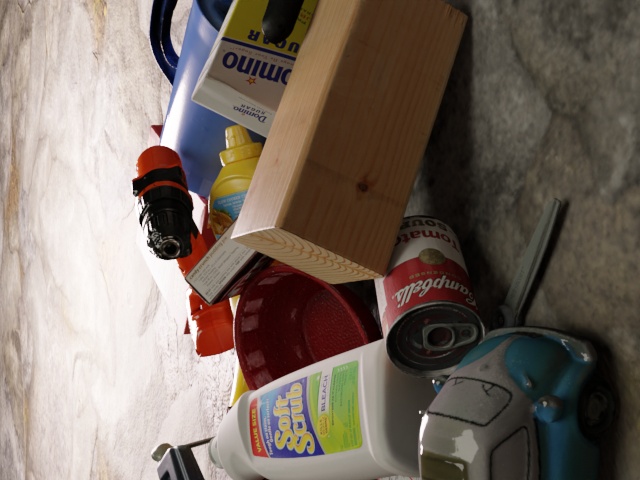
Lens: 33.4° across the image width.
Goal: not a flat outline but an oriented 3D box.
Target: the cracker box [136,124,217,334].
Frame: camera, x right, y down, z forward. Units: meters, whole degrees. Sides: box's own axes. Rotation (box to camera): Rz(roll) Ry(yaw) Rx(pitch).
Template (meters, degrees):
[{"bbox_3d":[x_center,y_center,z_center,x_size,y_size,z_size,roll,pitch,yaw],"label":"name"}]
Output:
[{"bbox_3d":[-0.147,-0.017,1.231,0.214,0.072,0.164,50,135,52],"label":"cracker box"}]

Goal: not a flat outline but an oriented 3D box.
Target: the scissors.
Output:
[{"bbox_3d":[0.118,0.055,0.745,0.096,0.016,0.202,-142,57,-59],"label":"scissors"}]

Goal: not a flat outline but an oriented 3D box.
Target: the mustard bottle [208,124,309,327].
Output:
[{"bbox_3d":[-0.056,-0.013,0.991,0.096,0.058,0.191,-13,93,35],"label":"mustard bottle"}]

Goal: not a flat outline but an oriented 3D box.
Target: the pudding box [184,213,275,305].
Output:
[{"bbox_3d":[-0.056,0.001,0.913,0.039,0.090,0.113,42,104,8],"label":"pudding box"}]

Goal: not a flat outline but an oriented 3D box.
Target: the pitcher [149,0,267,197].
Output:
[{"bbox_3d":[-0.092,-0.158,1.045,0.243,0.144,0.149,120,140,-51],"label":"pitcher"}]

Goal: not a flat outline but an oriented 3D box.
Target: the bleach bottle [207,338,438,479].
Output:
[{"bbox_3d":[-0.010,0.153,0.838,0.251,0.068,0.102,-28,54,46],"label":"bleach bottle"}]

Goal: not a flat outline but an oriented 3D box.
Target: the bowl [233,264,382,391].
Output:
[{"bbox_3d":[0.001,0.091,0.904,0.162,0.055,0.162,17,116,39],"label":"bowl"}]

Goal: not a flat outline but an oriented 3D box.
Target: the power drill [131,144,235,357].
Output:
[{"bbox_3d":[-0.126,0.018,1.026,0.184,0.057,0.187,-108,0,-59],"label":"power drill"}]

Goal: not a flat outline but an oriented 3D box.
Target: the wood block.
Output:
[{"bbox_3d":[0.022,-0.082,0.778,0.090,0.090,0.206,-12,56,64],"label":"wood block"}]

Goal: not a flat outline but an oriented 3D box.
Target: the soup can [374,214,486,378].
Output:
[{"bbox_3d":[0.074,0.038,0.750,0.102,0.068,0.069,-96,21,-53],"label":"soup can"}]

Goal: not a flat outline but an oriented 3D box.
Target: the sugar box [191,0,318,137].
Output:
[{"bbox_3d":[-0.035,-0.174,0.899,0.048,0.093,0.176,-43,26,56],"label":"sugar box"}]
